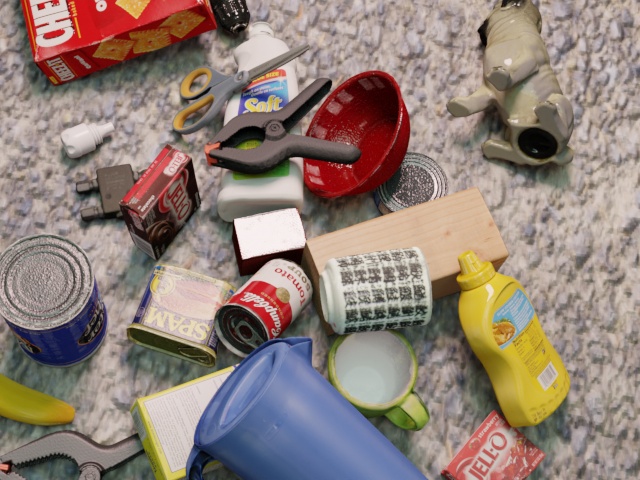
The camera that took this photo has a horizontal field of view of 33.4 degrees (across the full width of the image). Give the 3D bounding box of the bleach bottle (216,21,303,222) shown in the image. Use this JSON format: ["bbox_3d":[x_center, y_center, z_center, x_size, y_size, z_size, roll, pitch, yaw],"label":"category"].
[{"bbox_3d":[-0.074,-0.147,1.264,0.102,0.068,0.251,-2,66,-4],"label":"bleach bottle"}]

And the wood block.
[{"bbox_3d":[0.091,0.023,1.191,0.206,0.091,0.090,-18,71,-11],"label":"wood block"}]

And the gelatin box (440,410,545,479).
[{"bbox_3d":[0.185,0.240,1.144,0.073,0.030,0.089,41,70,12],"label":"gelatin box"}]

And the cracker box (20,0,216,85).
[{"bbox_3d":[-0.250,-0.301,1.283,0.214,0.072,0.164,-18,69,3],"label":"cracker box"}]

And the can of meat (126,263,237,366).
[{"bbox_3d":[-0.149,0.080,1.168,0.102,0.057,0.084,18,65,2],"label":"can of meat"}]

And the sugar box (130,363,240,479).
[{"bbox_3d":[-0.099,0.184,1.116,0.175,0.048,0.093,-15,71,-28],"label":"sugar box"}]

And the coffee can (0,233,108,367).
[{"bbox_3d":[-0.280,0.066,1.117,0.102,0.140,0.103,2,68,-4],"label":"coffee can"}]

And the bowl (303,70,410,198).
[{"bbox_3d":[0.051,-0.113,1.235,0.055,0.162,0.162,27,61,-37],"label":"bowl"}]

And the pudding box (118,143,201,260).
[{"bbox_3d":[-0.176,-0.041,1.184,0.039,0.113,0.090,32,69,12],"label":"pudding box"}]

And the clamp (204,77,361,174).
[{"bbox_3d":[-0.047,-0.126,1.199,0.171,0.039,0.120,-7,53,-4],"label":"clamp"}]

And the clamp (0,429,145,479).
[{"bbox_3d":[-0.230,0.239,1.107,0.210,0.036,0.164,15,66,-3],"label":"clamp"}]

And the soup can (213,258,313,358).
[{"bbox_3d":[-0.060,0.072,1.152,0.068,0.069,0.102,34,41,9],"label":"soup can"}]

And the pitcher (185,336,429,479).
[{"bbox_3d":[-0.004,0.226,1.051,0.242,0.149,0.144,43,42,-13],"label":"pitcher"}]

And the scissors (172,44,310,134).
[{"bbox_3d":[-0.099,-0.197,1.248,0.202,0.016,0.096,-34,49,22],"label":"scissors"}]

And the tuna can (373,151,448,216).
[{"bbox_3d":[0.106,-0.059,1.257,0.086,0.034,0.086,2,68,-4],"label":"tuna can"}]

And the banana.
[{"bbox_3d":[-0.350,0.140,1.137,0.198,0.037,0.069,43,72,12],"label":"banana"}]

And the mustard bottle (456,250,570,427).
[{"bbox_3d":[0.197,0.097,1.140,0.096,0.058,0.191,-38,105,-41],"label":"mustard bottle"}]

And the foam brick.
[{"bbox_3d":[-0.058,0.001,1.210,0.078,0.051,0.053,-10,68,-9],"label":"foam brick"}]
